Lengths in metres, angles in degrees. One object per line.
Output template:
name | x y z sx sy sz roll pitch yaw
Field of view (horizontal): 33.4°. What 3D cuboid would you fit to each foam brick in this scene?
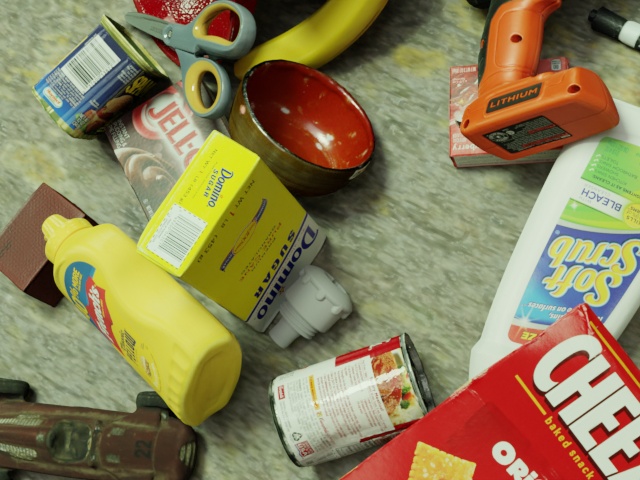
foam brick | -0.218 0.003 0.855 0.053 0.051 0.078 37 86 23

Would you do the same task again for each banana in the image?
banana | 0.007 -0.181 0.822 0.069 0.037 0.198 42 123 3

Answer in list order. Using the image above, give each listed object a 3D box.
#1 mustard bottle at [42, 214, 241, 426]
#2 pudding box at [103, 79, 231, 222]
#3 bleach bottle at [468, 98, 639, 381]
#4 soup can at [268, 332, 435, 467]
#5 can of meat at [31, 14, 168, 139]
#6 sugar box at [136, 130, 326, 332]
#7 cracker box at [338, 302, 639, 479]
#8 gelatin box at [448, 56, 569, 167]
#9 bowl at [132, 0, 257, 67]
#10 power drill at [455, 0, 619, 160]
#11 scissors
mustard bottle | -0.139 0.043 0.773 0.058 0.096 0.192 -35 62 -28
pudding box | -0.109 -0.066 0.851 0.090 0.039 0.113 -31 68 5
bleach bottle | 0.176 0.035 0.728 0.102 0.068 0.251 24 87 4
soup can | 0.023 0.112 0.746 0.102 0.068 0.068 -20 70 10
can of meat | -0.177 -0.127 0.855 0.084 0.102 0.057 -41 92 3
sugar box | -0.055 0.001 0.742 0.048 0.176 0.093 32 85 24
cracker box | 0.124 0.165 0.650 0.214 0.072 0.164 -37 77 4
gelatin box | 0.141 -0.095 0.794 0.089 0.030 0.073 -2 74 15
bowl | -0.096 -0.219 0.855 0.055 0.162 0.162 -24 63 -33
power drill | 0.162 -0.159 0.726 0.185 0.057 0.187 -19 56 46
scissors | -0.112 -0.141 0.834 0.202 0.016 0.096 6 89 53
